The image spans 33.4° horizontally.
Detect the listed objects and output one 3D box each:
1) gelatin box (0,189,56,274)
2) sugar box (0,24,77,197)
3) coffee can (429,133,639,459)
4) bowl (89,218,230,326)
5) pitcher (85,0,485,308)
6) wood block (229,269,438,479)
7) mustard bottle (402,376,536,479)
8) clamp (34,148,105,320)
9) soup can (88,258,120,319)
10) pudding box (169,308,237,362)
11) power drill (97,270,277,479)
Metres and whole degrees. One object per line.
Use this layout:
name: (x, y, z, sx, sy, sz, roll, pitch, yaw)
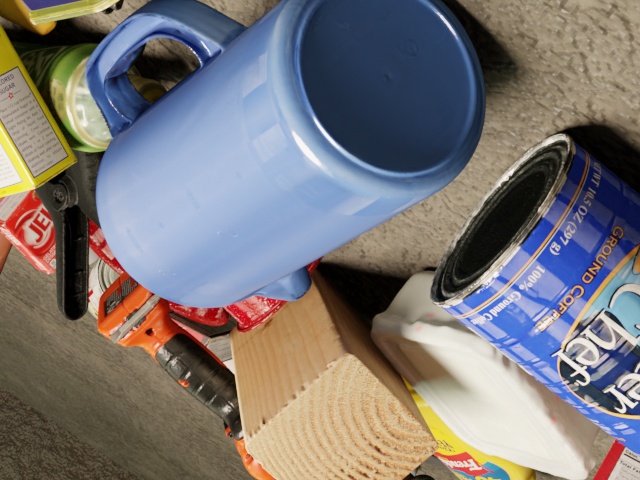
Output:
gelatin box: (-0.240, -0.027, 0.946, 0.030, 0.089, 0.073, 15, 152, 39)
sugar box: (-0.234, -0.111, 0.674, 0.094, 0.048, 0.176, -8, 113, 43)
coffee can: (0.139, 0.031, 0.517, 0.140, 0.102, 0.103, 37, 158, -7)
bowl: (-0.130, 0.003, 0.900, 0.162, 0.055, 0.162, 29, 158, 13)
pitcher: (-0.031, -0.054, 0.556, 0.149, 0.145, 0.243, 4, 166, -26)
wood block: (0.000, 0.101, 0.751, 0.090, 0.091, 0.206, 47, -176, -16)
mustard bottle: (0.121, 0.160, 0.870, 0.096, 0.058, 0.191, 0, 143, 49)
clamp: (-0.177, -0.033, 0.811, 0.120, 0.039, 0.171, -19, 85, 34)
soup can: (-0.196, 0.043, 1.062, 0.068, 0.068, 0.102, 37, 158, -8)
pudding box: (-0.120, 0.080, 1.003, 0.090, 0.039, 0.113, 27, -166, 19)
power drill: (-0.094, 0.099, 0.860, 0.187, 0.057, 0.184, 45, 178, -15)
